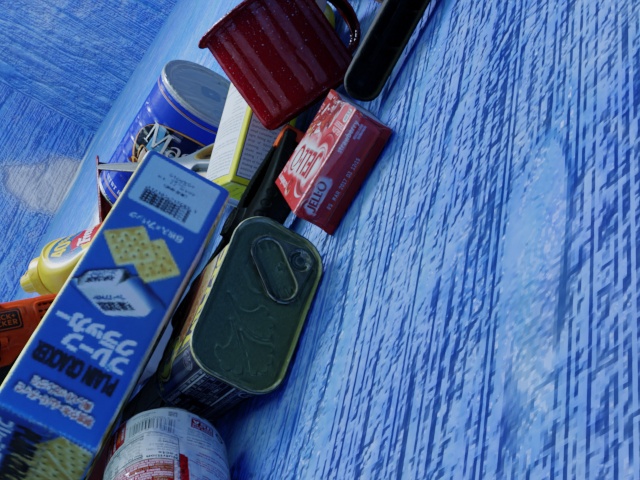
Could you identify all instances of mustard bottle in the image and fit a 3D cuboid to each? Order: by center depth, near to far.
[{"bbox_3d":[-0.203,0.012,1.000,0.192,0.058,0.096,-21,21,23],"label":"mustard bottle"}]

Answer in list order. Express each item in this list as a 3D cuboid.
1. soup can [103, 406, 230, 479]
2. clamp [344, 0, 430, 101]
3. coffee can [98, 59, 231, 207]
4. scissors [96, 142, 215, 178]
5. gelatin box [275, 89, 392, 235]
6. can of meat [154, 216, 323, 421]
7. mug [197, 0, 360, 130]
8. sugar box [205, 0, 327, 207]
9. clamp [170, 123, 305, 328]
[{"bbox_3d":[-0.078,0.135,0.538,0.068,0.068,0.102,-58,16,12],"label":"soup can"},{"bbox_3d":[0.086,-0.199,0.656,0.165,0.036,0.210,-36,29,57],"label":"clamp"},{"bbox_3d":[-0.141,-0.091,1.051,0.140,0.102,0.103,-53,18,26],"label":"coffee can"},{"bbox_3d":[-0.142,-0.052,0.953,0.202,0.016,0.096,-8,40,30],"label":"scissors"},{"bbox_3d":[0.006,-0.051,0.663,0.073,0.030,0.089,-59,16,9],"label":"gelatin box"},{"bbox_3d":[-0.050,0.049,0.622,0.084,0.057,0.102,-42,24,56],"label":"can of meat"},{"bbox_3d":[-0.019,-0.139,0.771,0.117,0.081,0.093,-37,4,-29],"label":"mug"},{"bbox_3d":[-0.044,-0.118,0.856,0.093,0.048,0.176,-10,61,69],"label":"sugar box"},{"bbox_3d":[-0.055,0.001,0.751,0.120,0.039,0.171,-13,46,63],"label":"clamp"}]
